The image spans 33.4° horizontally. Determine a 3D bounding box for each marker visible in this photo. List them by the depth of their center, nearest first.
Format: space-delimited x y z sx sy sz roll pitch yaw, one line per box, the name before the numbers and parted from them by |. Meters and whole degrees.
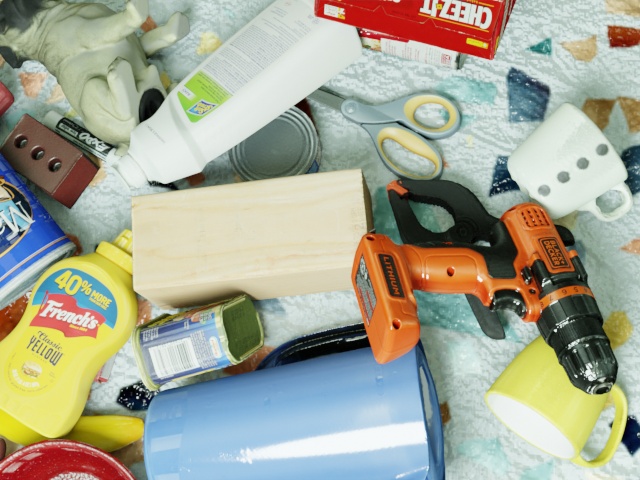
marker | -0.219 -0.092 1.045 0.121 0.020 0.020 30 83 15

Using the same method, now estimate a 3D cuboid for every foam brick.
foam brick | -0.264 -0.077 1.032 0.078 0.051 0.053 33 83 15

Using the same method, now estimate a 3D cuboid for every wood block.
wood block | -0.056 0.001 0.959 0.206 0.091 0.090 -6 75 8

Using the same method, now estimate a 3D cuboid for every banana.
banana | -0.257 0.158 0.978 0.198 0.037 0.069 23 94 12

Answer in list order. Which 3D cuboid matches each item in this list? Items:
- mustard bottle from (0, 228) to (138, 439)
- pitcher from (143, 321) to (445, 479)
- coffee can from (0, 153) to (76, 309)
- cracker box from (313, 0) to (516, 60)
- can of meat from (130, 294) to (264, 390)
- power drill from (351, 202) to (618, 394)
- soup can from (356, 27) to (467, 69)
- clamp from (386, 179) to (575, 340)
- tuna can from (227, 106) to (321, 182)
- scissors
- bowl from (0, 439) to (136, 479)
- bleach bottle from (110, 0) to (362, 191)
mustard bottle | -0.218 0.073 0.951 0.096 0.058 0.191 29 78 13
pitcher | -0.019 0.156 0.906 0.243 0.149 0.145 -10 90 10
coffee can | -0.307 -0.017 0.978 0.103 0.103 0.140 -38 92 -2
cracker box | 0.107 -0.267 0.961 0.164 0.072 0.213 16 49 12
can of meat | -0.104 0.086 0.932 0.084 0.102 0.057 -16 92 15
power drill | 0.128 0.051 0.851 0.187 0.057 0.184 -3 48 -17
soup can | 0.090 -0.203 0.997 0.102 0.068 0.068 16 79 12
clamp | 0.138 -0.007 0.958 0.120 0.039 0.171 -42 76 -14
tuna can | -0.042 -0.085 1.007 0.086 0.033 0.086 -2 76 8
scissors | 0.048 -0.133 1.014 0.202 0.016 0.096 43 85 16
bowl | -0.221 0.251 0.934 0.162 0.055 0.162 0 88 2
bleach bottle | -0.086 -0.134 0.975 0.250 0.068 0.103 -38 45 -12
